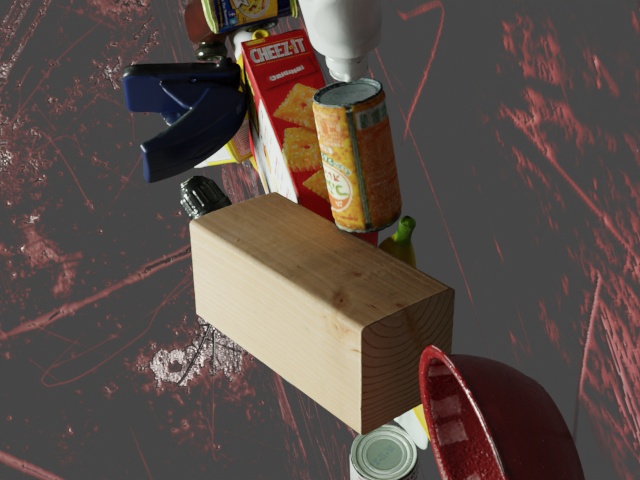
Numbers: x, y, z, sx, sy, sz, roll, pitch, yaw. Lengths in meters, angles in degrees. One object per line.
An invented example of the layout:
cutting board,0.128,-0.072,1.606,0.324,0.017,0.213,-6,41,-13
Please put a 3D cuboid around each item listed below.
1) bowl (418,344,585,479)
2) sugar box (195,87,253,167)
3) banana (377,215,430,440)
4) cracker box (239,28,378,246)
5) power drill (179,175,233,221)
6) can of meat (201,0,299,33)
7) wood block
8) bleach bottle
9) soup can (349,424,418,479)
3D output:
bowl,0.112,0.132,0.629,0.162,0.055,0.162,164,90,-81
sugar box,-0.119,-0.132,1.185,0.093,0.048,0.176,66,164,-11
banana,0.074,0.080,0.829,0.070,0.037,0.198,175,79,-81
cracker box,-0.010,-0.062,0.992,0.164,0.072,0.214,90,163,-59
power drill,-0.057,0.001,1.088,0.184,0.057,0.187,56,-159,-2
can of meat,-0.072,-0.250,0.995,0.057,0.084,0.102,-117,14,-53
wood block,-0.004,0.046,0.811,0.206,0.090,0.091,29,130,43
bleach bottle,0.009,-0.200,0.666,0.251,0.068,0.102,81,170,-48
soup can,0.065,0.238,1.064,0.102,0.068,0.068,85,166,-47
